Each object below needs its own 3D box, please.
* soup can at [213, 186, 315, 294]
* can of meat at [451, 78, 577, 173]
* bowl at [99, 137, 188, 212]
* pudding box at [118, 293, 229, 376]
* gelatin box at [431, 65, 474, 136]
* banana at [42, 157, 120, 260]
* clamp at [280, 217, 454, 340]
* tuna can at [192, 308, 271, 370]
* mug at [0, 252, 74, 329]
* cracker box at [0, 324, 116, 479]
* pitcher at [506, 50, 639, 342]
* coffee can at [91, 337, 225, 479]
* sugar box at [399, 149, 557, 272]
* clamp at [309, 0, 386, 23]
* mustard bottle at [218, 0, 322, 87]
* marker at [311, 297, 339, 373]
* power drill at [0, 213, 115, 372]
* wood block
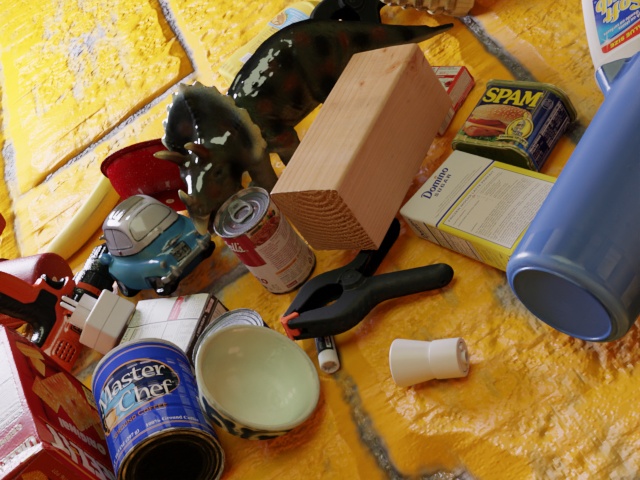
[{"bbox_3d":[-0.057,0.001,1.132,0.069,0.102,0.068,-22,41,20],"label":"soup can"},{"bbox_3d":[0.195,-0.112,1.085,0.102,0.057,0.084,15,64,46],"label":"can of meat"},{"bbox_3d":[-0.184,-0.073,1.297,0.162,0.161,0.055,-17,74,25],"label":"bowl"},{"bbox_3d":[-0.165,0.106,1.165,0.114,0.039,0.090,-10,45,34],"label":"pudding box"},{"bbox_3d":[0.123,-0.158,1.209,0.073,0.030,0.089,7,57,44],"label":"gelatin box"},{"bbox_3d":[-0.310,-0.037,1.429,0.070,0.037,0.197,-16,39,52],"label":"banana"},{"bbox_3d":[0.044,0.048,1.045,0.171,0.039,0.120,-39,33,-15],"label":"clamp"},{"bbox_3d":[-0.087,0.114,1.097,0.086,0.033,0.086,-22,41,20],"label":"tuna can"},{"bbox_3d":[-0.355,0.058,1.336,0.082,0.093,0.117,-11,8,23],"label":"mug"},{"bbox_3d":[-0.261,0.197,1.046,0.072,0.164,0.214,-41,38,-1],"label":"cracker box"},{"bbox_3d":[0.267,-0.032,0.882,0.149,0.145,0.242,7,53,52],"label":"pitcher"},{"bbox_3d":[-0.160,0.176,1.036,0.103,0.102,0.140,-36,38,3],"label":"coffee can"},{"bbox_3d":[0.163,-0.027,1.021,0.093,0.048,0.176,-47,30,-11],"label":"sugar box"},{"bbox_3d":[0.051,-0.303,1.381,0.164,0.036,0.210,9,66,5],"label":"clamp"},{"bbox_3d":[-0.039,-0.263,1.419,0.191,0.058,0.096,-45,48,-8],"label":"mustard bottle"},{"bbox_3d":[0.000,0.083,1.070,0.020,0.020,0.121,-28,39,12],"label":"marker"},{"bbox_3d":[-0.331,0.041,1.245,0.057,0.187,0.184,-23,38,47],"label":"power drill"},{"bbox_3d":[0.046,-0.097,1.103,0.090,0.090,0.206,-1,49,41],"label":"wood block"}]
